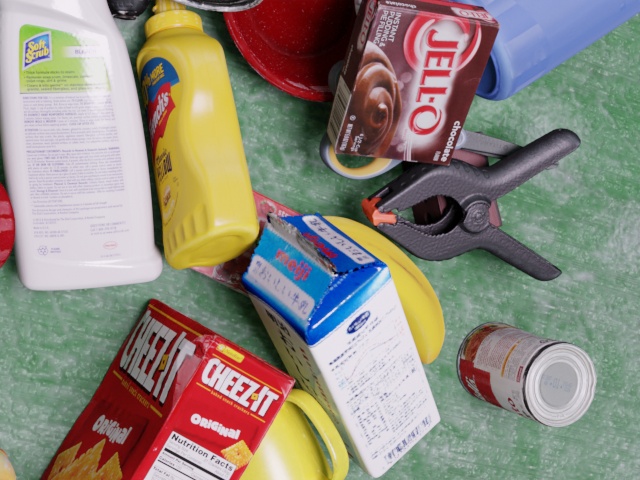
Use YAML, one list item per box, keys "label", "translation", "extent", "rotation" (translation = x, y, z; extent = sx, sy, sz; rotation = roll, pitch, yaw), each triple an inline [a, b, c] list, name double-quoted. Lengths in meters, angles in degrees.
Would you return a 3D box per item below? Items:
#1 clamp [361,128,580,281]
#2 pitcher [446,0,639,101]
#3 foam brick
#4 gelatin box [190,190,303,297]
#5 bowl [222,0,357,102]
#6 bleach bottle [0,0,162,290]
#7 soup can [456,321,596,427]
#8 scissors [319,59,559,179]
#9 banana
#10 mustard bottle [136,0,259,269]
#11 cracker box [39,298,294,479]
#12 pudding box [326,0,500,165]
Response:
- label: "clamp"
  translation: [0.117, -0.015, 0.803]
  extent: [0.171, 0.039, 0.120]
  rotation: [-10, 106, -11]
- label: "pitcher"
  translation: [0.196, -0.224, 0.826]
  extent: [0.242, 0.145, 0.149]
  rotation: [-37, 96, -12]
- label: "foam brick"
  translation: [0.102, -0.043, 0.846]
  extent: [0.051, 0.053, 0.078]
  rotation: [-17, 99, -20]
- label: "gelatin box"
  translation: [-0.055, 0.001, 0.799]
  extent: [0.089, 0.030, 0.073]
  rotation: [27, 84, -21]
- label: "bowl"
  translation: [-0.004, -0.182, 0.791]
  extent: [0.161, 0.055, 0.162]
  rotation: [-2, 95, -22]
- label: "bleach bottle"
  translation: [-0.160, -0.096, 0.704]
  extent: [0.102, 0.068, 0.251]
  rotation: [-5, 108, -17]
- label: "soup can"
  translation: [0.164, 0.106, 0.855]
  extent: [0.068, 0.102, 0.068]
  rotation: [-2, 95, -22]
- label: "scissors"
  translation: [0.083, -0.064, 0.800]
  extent: [0.201, 0.016, 0.096]
  rotation: [29, 92, -22]
- label: "banana"
  translation: [0.044, 0.033, 0.809]
  extent: [0.197, 0.070, 0.037]
  rotation: [37, 47, -31]
- label: "mustard bottle"
  translation: [-0.090, -0.083, 0.737]
  extent: [0.058, 0.096, 0.191]
  rotation: [-5, 75, -24]
- label: "cracker box"
  translation: [-0.124, 0.153, 0.712]
  extent: [0.072, 0.164, 0.213]
  rotation: [33, 82, -23]
- label: "pudding box"
  translation: [0.061, -0.110, 0.731]
  extent: [0.090, 0.039, 0.114]
  rotation: [5, 125, -19]
